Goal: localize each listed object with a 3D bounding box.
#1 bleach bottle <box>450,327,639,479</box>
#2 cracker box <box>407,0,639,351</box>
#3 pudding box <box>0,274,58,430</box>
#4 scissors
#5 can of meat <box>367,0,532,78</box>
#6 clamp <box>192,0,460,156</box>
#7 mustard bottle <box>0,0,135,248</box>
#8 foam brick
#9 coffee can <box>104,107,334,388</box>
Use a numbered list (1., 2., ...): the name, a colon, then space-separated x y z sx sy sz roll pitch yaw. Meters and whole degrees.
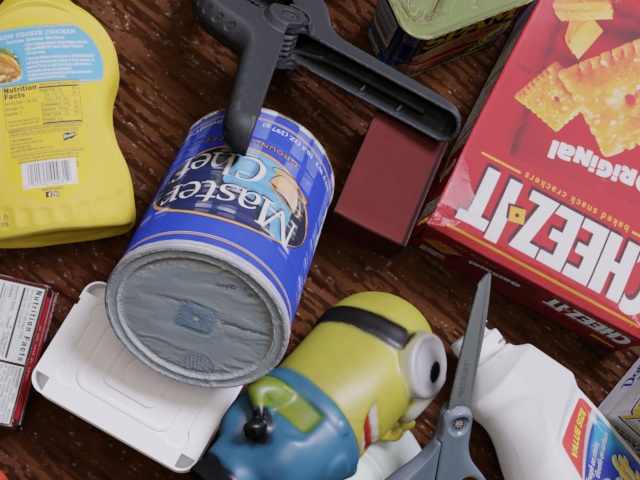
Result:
1. bleach bottle: 0.163 0.162 0.660 0.102 0.068 0.251 -30 81 -46
2. cracker box: 0.180 -0.059 0.711 0.164 0.072 0.213 28 78 0
3. pudding box: -0.228 0.061 0.657 0.113 0.039 0.090 13 77 -3
4. scissors: 0.062 0.117 0.629 0.096 0.016 0.202 -16 120 -13
5. can of meat: 0.085 -0.156 0.713 0.102 0.084 0.057 -22 83 -11
6. clamp: -0.029 -0.124 0.669 0.164 0.036 0.210 -13 51 -39
7. mustard bottle: -0.177 -0.095 0.684 0.096 0.058 0.191 -7 80 -7
8. foam brick: 0.042 -0.035 0.701 0.051 0.053 0.078 24 76 -2
9. coffee can: -0.054 0.001 0.624 0.103 0.103 0.140 20 40 -2
